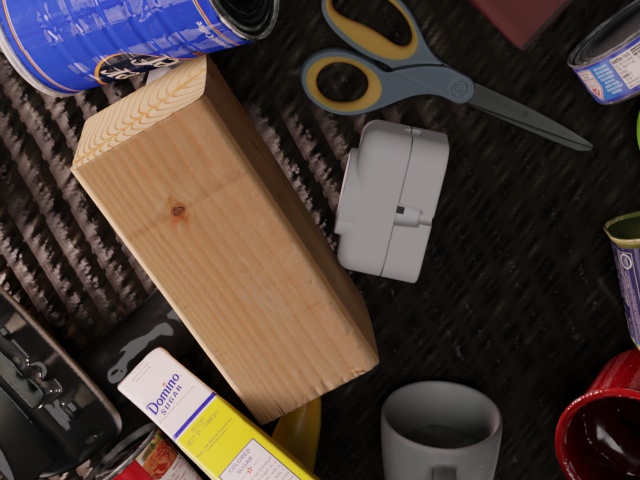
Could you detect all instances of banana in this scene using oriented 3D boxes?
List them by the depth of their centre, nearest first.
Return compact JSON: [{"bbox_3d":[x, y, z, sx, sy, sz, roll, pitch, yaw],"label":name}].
[{"bbox_3d":[-0.023,0.200,0.730,0.037,0.070,0.198,17,61,-25],"label":"banana"}]

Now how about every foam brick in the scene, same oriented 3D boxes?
[{"bbox_3d":[0.132,-0.164,0.660,0.051,0.053,0.078,42,101,-8],"label":"foam brick"}]

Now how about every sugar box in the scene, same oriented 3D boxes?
[{"bbox_3d":[-0.045,0.142,0.676,0.048,0.176,0.093,-46,143,-10],"label":"sugar box"}]

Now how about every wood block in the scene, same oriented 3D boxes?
[{"bbox_3d":[-0.054,0.001,0.666,0.091,0.090,0.206,-28,115,9],"label":"wood block"}]

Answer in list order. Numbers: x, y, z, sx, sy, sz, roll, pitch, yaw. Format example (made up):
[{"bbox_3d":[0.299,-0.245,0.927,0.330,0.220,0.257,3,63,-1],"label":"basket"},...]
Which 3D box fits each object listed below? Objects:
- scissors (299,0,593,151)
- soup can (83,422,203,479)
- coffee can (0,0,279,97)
[{"bbox_3d":[0.072,-0.089,0.700,0.201,0.016,0.096,39,104,-7],"label":"scissors"},{"bbox_3d":[-0.109,0.188,0.749,0.068,0.068,0.102,-38,99,10],"label":"soup can"},{"bbox_3d":[-0.109,-0.150,0.627,0.140,0.102,0.103,-11,104,25],"label":"coffee can"}]
